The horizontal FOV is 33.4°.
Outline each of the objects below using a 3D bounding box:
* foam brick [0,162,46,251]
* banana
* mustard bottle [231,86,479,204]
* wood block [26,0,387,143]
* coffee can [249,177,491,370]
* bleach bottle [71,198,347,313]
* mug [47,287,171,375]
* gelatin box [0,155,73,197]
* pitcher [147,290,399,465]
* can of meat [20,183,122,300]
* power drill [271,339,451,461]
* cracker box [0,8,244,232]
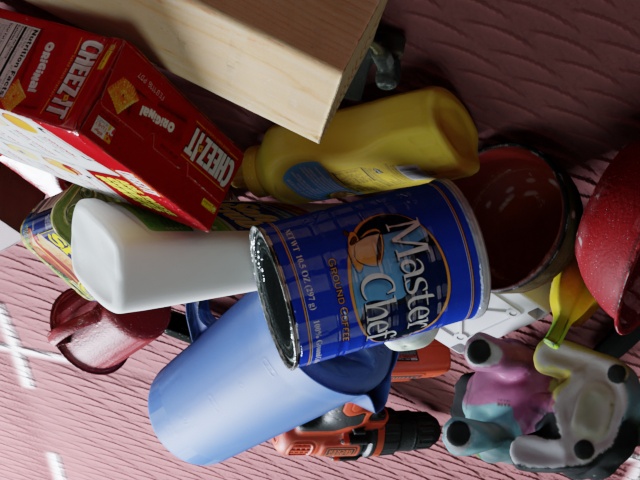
[{"bbox_3d":[-0.292,-0.024,0.945,0.078,0.053,0.051,-23,131,37],"label":"foam brick"},{"bbox_3d":[0.203,0.042,0.847,0.037,0.070,0.197,35,-169,17],"label":"banana"},{"bbox_3d":[0.015,-0.064,0.796,0.192,0.058,0.096,-10,162,28],"label":"mustard bottle"},{"bbox_3d":[-0.069,-0.155,0.635,0.206,0.090,0.090,26,157,1],"label":"wood block"},{"bbox_3d":[0.032,0.022,0.738,0.140,0.103,0.103,-15,145,-13],"label":"coffee can"},{"bbox_3d":[-0.055,0.001,0.823,0.250,0.103,0.068,-6,114,-32],"label":"bleach bottle"},{"bbox_3d":[-0.203,0.072,1.002,0.082,0.093,0.117,-32,169,37],"label":"mug"},{"bbox_3d":[-0.212,-0.071,0.880,0.089,0.030,0.073,-23,131,37],"label":"gelatin box"},{"bbox_3d":[-0.059,0.106,0.952,0.144,0.149,0.243,20,142,-31],"label":"pitcher"},{"bbox_3d":[-0.187,0.003,0.870,0.102,0.057,0.084,46,151,-20],"label":"can of meat"},{"bbox_3d":[0.059,0.155,1.048,0.184,0.057,0.188,1,139,-21],"label":"power drill"},{"bbox_3d":[-0.180,-0.092,0.720,0.214,0.072,0.164,19,169,29],"label":"cracker box"}]
